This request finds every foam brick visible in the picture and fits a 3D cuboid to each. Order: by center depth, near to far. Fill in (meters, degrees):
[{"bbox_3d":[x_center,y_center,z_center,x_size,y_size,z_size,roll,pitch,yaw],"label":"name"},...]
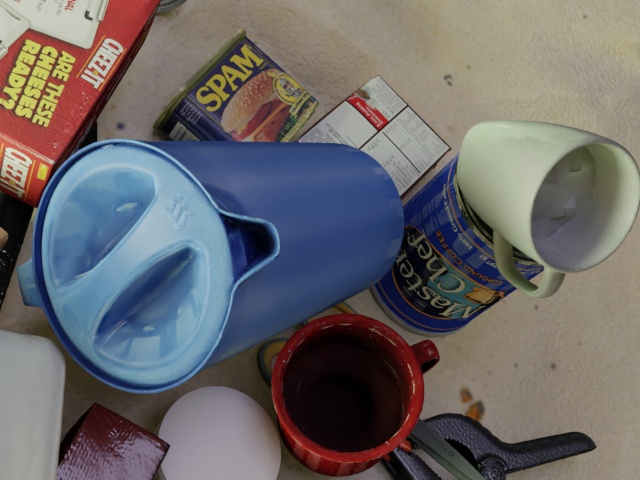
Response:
[{"bbox_3d":[-0.132,0.139,0.629,0.051,0.078,0.053,33,56,-9],"label":"foam brick"}]

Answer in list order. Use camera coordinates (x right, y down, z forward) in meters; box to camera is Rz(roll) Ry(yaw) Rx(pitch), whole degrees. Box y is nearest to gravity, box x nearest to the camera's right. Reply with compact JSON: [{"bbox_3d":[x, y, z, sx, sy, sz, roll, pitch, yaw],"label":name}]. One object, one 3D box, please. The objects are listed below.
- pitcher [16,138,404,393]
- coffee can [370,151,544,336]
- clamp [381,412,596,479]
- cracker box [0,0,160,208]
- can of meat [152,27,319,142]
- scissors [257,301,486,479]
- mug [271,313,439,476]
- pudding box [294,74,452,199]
[{"bbox_3d":[-0.054,0.001,0.654,0.149,0.145,0.242,37,23,20],"label":"pitcher"},{"bbox_3d":[0.108,-0.001,0.778,0.102,0.141,0.103,11,61,-21],"label":"coffee can"},{"bbox_3d":[0.119,0.180,0.754,0.171,0.039,0.120,13,56,-12],"label":"clamp"},{"bbox_3d":[-0.234,-0.141,0.683,0.213,0.072,0.164,28,57,-7],"label":"cracker box"},{"bbox_3d":[-0.060,-0.094,0.796,0.084,0.058,0.102,41,56,-5],"label":"can of meat"},{"bbox_3d":[0.032,0.120,0.729,0.096,0.016,0.202,-23,62,-24],"label":"scissors"},{"bbox_3d":[0.024,0.098,0.682,0.117,0.081,0.093,-29,72,-16],"label":"mug"},{"bbox_3d":[0.037,-0.067,0.840,0.090,0.039,0.113,46,57,1],"label":"pudding box"}]
